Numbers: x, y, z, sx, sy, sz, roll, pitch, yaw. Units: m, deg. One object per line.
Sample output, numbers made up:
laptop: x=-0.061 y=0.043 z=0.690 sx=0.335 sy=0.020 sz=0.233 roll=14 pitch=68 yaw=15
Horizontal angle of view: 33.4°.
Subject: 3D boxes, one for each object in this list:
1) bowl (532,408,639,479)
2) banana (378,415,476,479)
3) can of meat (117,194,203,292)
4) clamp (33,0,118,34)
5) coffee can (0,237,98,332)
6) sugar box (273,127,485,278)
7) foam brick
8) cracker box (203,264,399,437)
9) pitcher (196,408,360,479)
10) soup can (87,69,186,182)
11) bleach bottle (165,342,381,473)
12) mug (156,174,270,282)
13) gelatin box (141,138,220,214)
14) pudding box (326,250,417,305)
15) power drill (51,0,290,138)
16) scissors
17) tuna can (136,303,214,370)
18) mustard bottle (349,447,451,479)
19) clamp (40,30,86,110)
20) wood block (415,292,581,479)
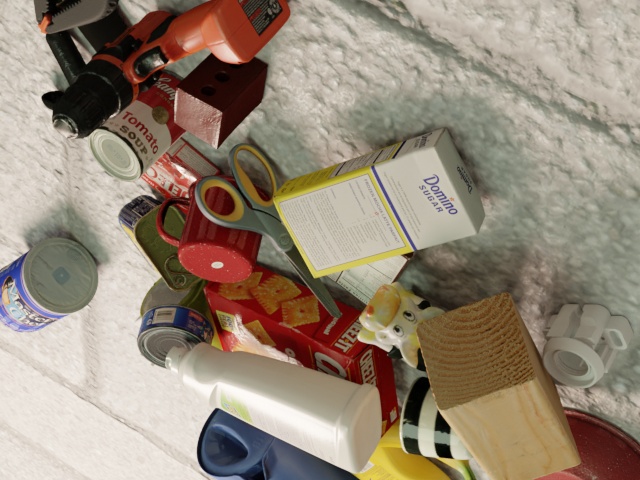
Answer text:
bowl: x=0.271 y=0.251 z=1.124 sx=0.162 sy=0.055 sz=0.162 roll=23 pitch=142 yaw=19
banana: x=0.086 y=0.231 z=1.235 sx=0.198 sy=0.069 sz=0.037 roll=9 pitch=126 yaw=8
can of meat: x=-0.180 y=0.000 z=1.216 sx=0.102 sy=0.057 sz=0.084 roll=58 pitch=166 yaw=-25
clamp: x=-0.200 y=-0.258 z=0.960 sx=0.164 sy=0.036 sz=0.210 roll=36 pitch=132 yaw=2
coffee can: x=-0.375 y=0.062 z=1.438 sx=0.102 sy=0.102 sz=0.141 roll=48 pitch=144 yaw=-14
sugar box: x=0.052 y=-0.032 z=0.969 sx=0.176 sy=0.048 sz=0.093 roll=-17 pitch=113 yaw=30
foam brick: x=-0.093 y=-0.136 z=0.991 sx=0.053 sy=0.078 sz=0.051 roll=30 pitch=146 yaw=11
cracker box: x=-0.021 y=0.129 z=1.210 sx=0.214 sy=0.072 sz=0.164 roll=24 pitch=142 yaw=32
pitcher: x=-0.038 y=0.292 z=1.369 sx=0.145 sy=0.149 sz=0.242 roll=-3 pitch=140 yaw=42
soup can: x=-0.176 y=-0.115 z=1.066 sx=0.069 sy=0.102 sz=0.068 roll=24 pitch=142 yaw=20
bleach bottle: x=-0.059 y=0.161 z=1.142 sx=0.251 sy=0.068 sz=0.102 roll=18 pitch=139 yaw=25
mug: x=-0.113 y=-0.012 z=1.110 sx=0.117 sy=0.081 sz=0.093 roll=15 pitch=149 yaw=-7
gelatin box: x=-0.158 y=-0.076 z=1.156 sx=0.089 sy=0.030 sz=0.073 roll=40 pitch=145 yaw=-2
pudding box: x=0.044 y=0.010 z=1.069 sx=0.090 sy=0.039 sz=0.114 roll=35 pitch=147 yaw=5
power drill: x=-0.130 y=-0.163 z=0.919 sx=0.188 sy=0.184 sz=0.057 roll=-12 pitch=122 yaw=36
scissors: x=-0.057 y=0.001 z=1.067 sx=0.202 sy=0.096 sz=0.016 roll=68 pitch=157 yaw=0
tuna can: x=-0.167 y=0.112 z=1.226 sx=0.086 sy=0.033 sz=0.086 roll=5 pitch=137 yaw=4
mustard bottle: x=0.108 y=0.297 z=1.315 sx=0.191 sy=0.058 sz=0.096 roll=41 pitch=138 yaw=-3
clamp: x=-0.245 y=-0.134 z=1.142 sx=0.171 sy=0.039 sz=0.120 roll=53 pitch=154 yaw=8
wood block: x=0.168 y=0.145 z=0.988 sx=0.090 sy=0.091 sz=0.206 roll=-21 pitch=143 yaw=12
